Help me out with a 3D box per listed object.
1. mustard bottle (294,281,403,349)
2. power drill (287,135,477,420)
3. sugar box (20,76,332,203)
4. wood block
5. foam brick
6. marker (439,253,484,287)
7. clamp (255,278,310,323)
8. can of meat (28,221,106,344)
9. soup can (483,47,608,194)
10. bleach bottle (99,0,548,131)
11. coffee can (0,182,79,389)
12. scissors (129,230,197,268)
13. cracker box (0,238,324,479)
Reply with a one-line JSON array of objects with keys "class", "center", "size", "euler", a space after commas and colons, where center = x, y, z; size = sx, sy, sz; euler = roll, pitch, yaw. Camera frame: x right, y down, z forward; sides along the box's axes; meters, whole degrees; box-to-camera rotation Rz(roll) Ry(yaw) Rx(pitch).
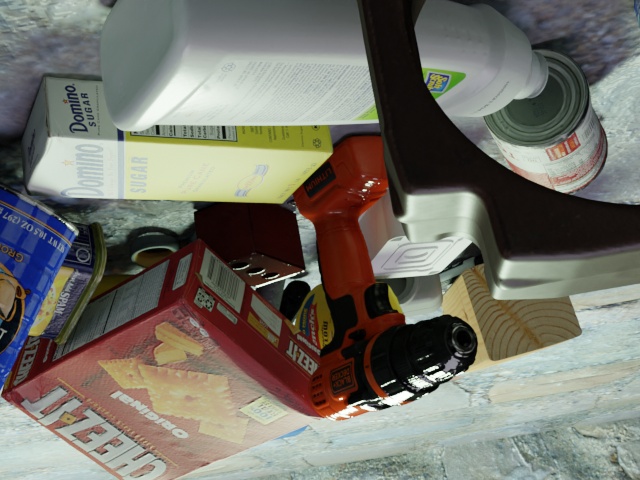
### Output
[{"class": "mustard bottle", "center": [0.018, 0.085, 0.969], "size": [0.058, 0.096, 0.192], "euler": [-6, 180, -18]}, {"class": "power drill", "center": [0.038, 0.025, 0.753], "size": [0.057, 0.187, 0.185], "euler": [3, 160, -29]}, {"class": "sugar box", "center": [-0.091, -0.058, 0.666], "size": [0.176, 0.048, 0.093], "euler": [-2, 161, -24]}, {"class": "wood block", "center": [0.183, 0.074, 1.070], "size": [0.090, 0.091, 0.206], "euler": [-17, 171, -2]}, {"class": "foam brick", "center": [-0.056, 0.001, 0.854], "size": [0.053, 0.051, 0.078], "euler": [-19, 159, 27]}, {"class": "marker", "center": [0.139, 0.034, 1.100], "size": [0.020, 0.020, 0.121], "euler": [8, 156, -42]}, {"class": "clamp", "center": [-0.058, 0.093, 0.996], "size": [0.039, 0.171, 0.120], "euler": [15, 159, 21]}, {"class": "can of meat", "center": [-0.219, 0.026, 0.797], "size": [0.083, 0.057, 0.102], "euler": [13, 129, -31]}, {"class": "soup can", "center": [0.147, -0.075, 0.693], "size": [0.069, 0.068, 0.102], "euler": [-15, 161, 17]}, {"class": "bleach bottle", "center": [0.017, -0.096, 0.577], "size": [0.250, 0.068, 0.103], "euler": [0, 160, -33]}, {"class": "coffee can", "center": [-0.231, 0.035, 0.679], "size": [0.103, 0.140, 0.103], "euler": [22, 166, 5]}, {"class": "scissors", "center": [-0.137, 0.027, 0.954], "size": [0.096, 0.016, 0.202], "euler": [2, 159, -25]}, {"class": "cracker box", "center": [-0.124, 0.111, 0.860], "size": [0.214, 0.072, 0.164], "euler": [-28, 123, 29]}]
